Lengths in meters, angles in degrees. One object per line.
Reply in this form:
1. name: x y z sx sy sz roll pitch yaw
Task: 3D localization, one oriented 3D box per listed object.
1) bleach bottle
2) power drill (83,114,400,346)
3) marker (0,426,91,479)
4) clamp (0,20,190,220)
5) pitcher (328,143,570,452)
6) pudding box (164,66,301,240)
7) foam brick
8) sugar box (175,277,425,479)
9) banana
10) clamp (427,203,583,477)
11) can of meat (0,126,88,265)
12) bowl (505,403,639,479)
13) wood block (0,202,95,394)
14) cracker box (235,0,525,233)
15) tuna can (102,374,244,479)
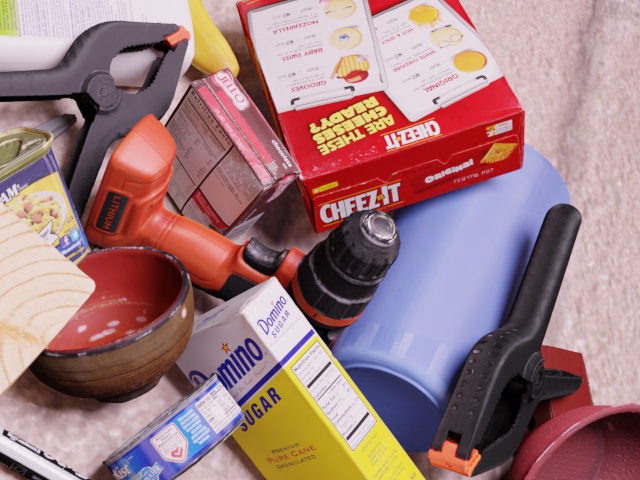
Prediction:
1. bleach bottle: -0.217 -0.164 0.751 0.250 0.068 0.102 -1 68 -34
2. power drill: -0.055 0.001 0.695 0.187 0.185 0.057 35 49 -1
3. marker: -0.154 0.142 0.634 0.121 0.020 0.020 34 48 -14
4. clamp: -0.163 -0.102 0.722 0.120 0.039 0.171 50 62 -26
5. pitcher: 0.099 0.045 0.815 0.149 0.145 0.242 32 51 0
6. pudding box: -0.072 -0.054 0.751 0.039 0.114 0.090 -30 83 -37
7. foam brick: 0.183 0.130 0.862 0.051 0.053 0.078 14 55 -29
8. sugar box: -0.014 0.116 0.685 0.176 0.094 0.048 51 47 -9
9. banana: -0.106 -0.210 0.862 0.037 0.070 0.198 39 41 -60
10. clamp: 0.138 0.096 0.739 0.209 0.036 0.164 -49 137 -38
11. can of meat: -0.196 -0.008 0.646 0.101 0.058 0.084 -40 128 -38
12. bowl: 0.194 0.183 0.800 0.161 0.162 0.055 12 14 -30
13. wood block: -0.205 0.063 0.518 0.091 0.206 0.090 42 47 -7
14. cracker box: 0.040 -0.121 0.815 0.164 0.072 0.214 -18 50 -2
15. tuna can: -0.088 0.121 0.650 0.034 0.086 0.086 52 46 1
